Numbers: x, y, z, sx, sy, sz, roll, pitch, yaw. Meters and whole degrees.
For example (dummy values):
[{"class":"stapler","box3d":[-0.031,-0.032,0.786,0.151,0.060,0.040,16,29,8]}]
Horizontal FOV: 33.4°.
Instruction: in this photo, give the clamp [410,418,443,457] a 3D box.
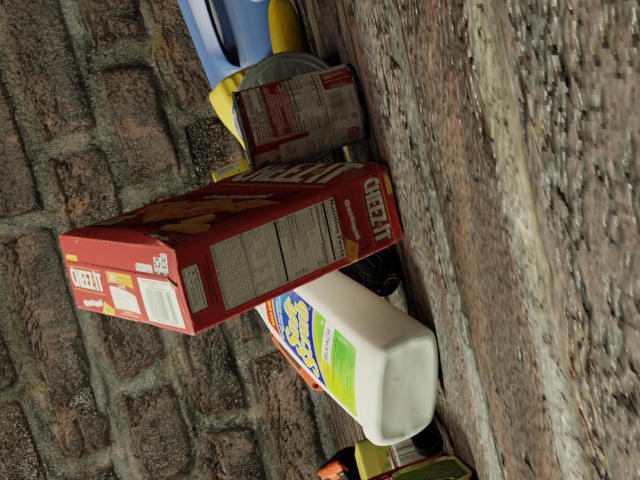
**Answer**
[{"class":"clamp","box3d":[0.078,0.141,0.961,0.171,0.039,0.120,78,-179,-74]}]

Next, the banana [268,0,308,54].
[{"class":"banana","box3d":[-0.025,-0.187,1.191,0.069,0.037,0.198,-64,-35,-66]}]

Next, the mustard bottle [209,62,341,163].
[{"class":"mustard bottle","box3d":[-0.032,-0.094,1.123,0.191,0.096,0.058,60,144,3]}]

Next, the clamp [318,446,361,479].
[{"class":"clamp","box3d":[0.061,0.286,1.244,0.209,0.036,0.164,43,-158,-42]}]

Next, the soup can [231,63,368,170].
[{"class":"soup can","box3d":[-0.017,-0.104,0.892,0.068,0.102,0.068,165,90,-86]}]

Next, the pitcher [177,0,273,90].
[{"class":"pitcher","box3d":[-0.110,-0.276,1.317,0.145,0.149,0.243,32,146,48]}]

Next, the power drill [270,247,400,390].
[{"class":"power drill","box3d":[0.009,0.047,0.999,0.185,0.057,0.188,48,141,45]}]

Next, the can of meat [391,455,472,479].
[{"class":"can of meat","box3d":[0.099,0.224,0.843,0.102,0.057,0.084,139,114,-86]}]

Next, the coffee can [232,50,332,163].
[{"class":"coffee can","box3d":[-0.031,-0.123,1.011,0.140,0.102,0.103,-132,27,-82]}]

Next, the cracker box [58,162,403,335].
[{"class":"cracker box","box3d":[-0.069,-0.004,0.836,0.164,0.213,0.072,6,113,49]}]

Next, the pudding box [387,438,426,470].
[{"class":"pudding box","box3d":[0.099,0.247,1.030,0.090,0.039,0.113,86,168,-70]}]

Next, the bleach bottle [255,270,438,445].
[{"class":"bleach bottle","box3d":[-0.003,0.069,0.915,0.251,0.068,0.102,32,131,48]}]
